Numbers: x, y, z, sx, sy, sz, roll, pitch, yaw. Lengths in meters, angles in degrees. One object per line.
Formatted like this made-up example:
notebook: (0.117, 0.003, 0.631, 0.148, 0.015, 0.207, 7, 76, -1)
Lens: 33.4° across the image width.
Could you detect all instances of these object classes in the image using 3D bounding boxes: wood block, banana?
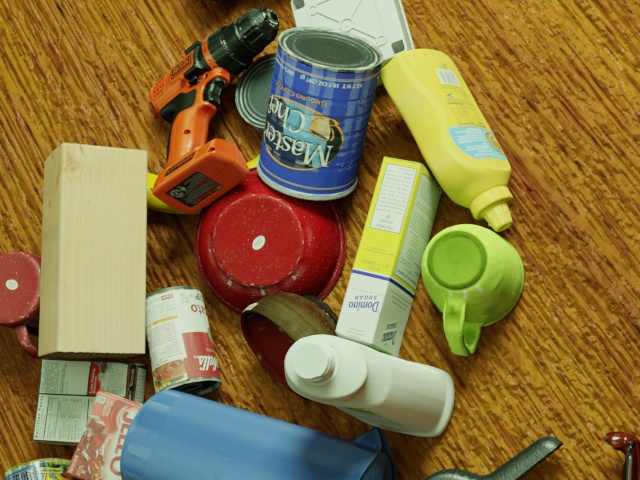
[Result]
wood block: (-0.232, 0.014, 1.087, 0.090, 0.090, 0.206, -19, 70, 62)
banana: (-0.142, -0.059, 1.150, 0.198, 0.037, 0.069, -5, 53, 17)

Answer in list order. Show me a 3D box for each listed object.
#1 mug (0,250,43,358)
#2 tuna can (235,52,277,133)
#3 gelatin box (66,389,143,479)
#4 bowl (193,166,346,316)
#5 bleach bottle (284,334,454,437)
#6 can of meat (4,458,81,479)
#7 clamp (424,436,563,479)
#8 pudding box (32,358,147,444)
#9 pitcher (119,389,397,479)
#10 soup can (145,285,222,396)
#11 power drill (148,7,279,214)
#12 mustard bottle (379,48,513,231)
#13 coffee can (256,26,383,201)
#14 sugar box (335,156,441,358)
mug: (-0.311, 0.070, 1.149, 0.093, 0.081, 0.117, -12, 72, 16)
tuna can: (-0.045, -0.154, 1.139, 0.086, 0.033, 0.086, -5, 74, 19)
gelatin box: (-0.201, 0.203, 1.064, 0.073, 0.030, 0.089, 19, 80, 4)
bowl: (-0.057, 0.001, 1.072, 0.162, 0.055, 0.162, -1, 87, 10)
bleach bottle: (0.040, 0.122, 0.917, 0.103, 0.250, 0.068, 8, 79, 21)
can of meat: (-0.267, 0.269, 1.072, 0.057, 0.102, 0.084, -25, 67, 12)
clamp: (0.148, 0.235, 0.965, 0.172, 0.039, 0.120, 0, 75, 20)
pudding box: (-0.243, 0.171, 1.122, 0.114, 0.039, 0.090, -1, 78, 21)
pitcher: (-0.064, 0.232, 0.983, 0.243, 0.149, 0.145, 15, 120, 25)
soup can: (-0.144, 0.105, 1.088, 0.068, 0.068, 0.102, -20, 70, 14)
power drill: (-0.110, -0.133, 1.096, 0.185, 0.057, 0.187, -33, 43, 35)
mustard bottle: (0.133, -0.093, 1.026, 0.058, 0.096, 0.192, -40, 65, 33)
coffee can: (-0.002, -0.124, 1.044, 0.103, 0.102, 0.140, 27, 124, 24)
sugar box: (0.067, 0.018, 1.021, 0.048, 0.093, 0.176, 15, 81, 23)
